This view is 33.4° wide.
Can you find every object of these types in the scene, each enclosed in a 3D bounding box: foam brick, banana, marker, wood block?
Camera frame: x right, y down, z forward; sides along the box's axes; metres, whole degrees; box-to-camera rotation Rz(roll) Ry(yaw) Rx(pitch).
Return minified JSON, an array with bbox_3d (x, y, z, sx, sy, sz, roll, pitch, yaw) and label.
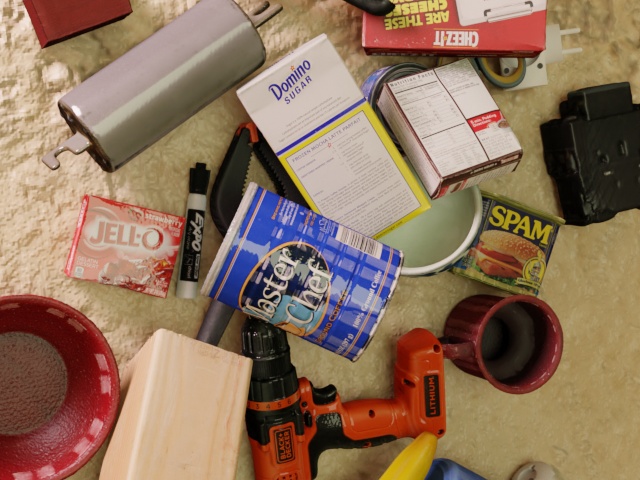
[{"bbox_3d":[-0.203,-0.198,0.887,0.078,0.053,0.051,-24,100,-17],"label":"foam brick"},{"bbox_3d":[0.035,0.246,0.940,0.197,0.037,0.070,-34,144,-28],"label":"banana"},{"bbox_3d":[-0.113,-0.009,0.945,0.020,0.020,0.121,7,90,-20],"label":"marker"},{"bbox_3d":[-0.124,0.190,0.861,0.090,0.091,0.206,21,52,-20],"label":"wood block"}]

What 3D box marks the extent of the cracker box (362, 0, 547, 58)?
[{"bbox_3d":[0.122,-0.275,0.967,0.164,0.072,0.214,2,93,5],"label":"cracker box"}]

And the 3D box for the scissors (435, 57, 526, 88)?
[{"bbox_3d":[0.137,-0.219,1.012,0.096,0.016,0.202,-10,97,11],"label":"scissors"}]

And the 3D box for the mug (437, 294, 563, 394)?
[{"bbox_3d":[0.160,0.096,1.017,0.117,0.082,0.093,-10,96,-20],"label":"mug"}]

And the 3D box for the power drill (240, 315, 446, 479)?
[{"bbox_3d":[0.019,0.135,0.968,0.187,0.057,0.184,-11,110,-18],"label":"power drill"}]

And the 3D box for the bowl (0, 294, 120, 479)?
[{"bbox_3d":[-0.250,0.122,0.881,0.162,0.055,0.162,-1,93,-20],"label":"bowl"}]

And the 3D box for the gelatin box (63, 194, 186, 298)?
[{"bbox_3d":[-0.168,0.005,0.919,0.089,0.030,0.073,15,87,-20],"label":"gelatin box"}]

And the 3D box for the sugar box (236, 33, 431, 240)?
[{"bbox_3d":[0.012,-0.081,0.926,0.093,0.048,0.176,-31,103,5],"label":"sugar box"}]

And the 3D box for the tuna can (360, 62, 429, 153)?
[{"bbox_3d":[0.078,-0.124,1.003,0.086,0.034,0.086,-1,93,-20],"label":"tuna can"}]

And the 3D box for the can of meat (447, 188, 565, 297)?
[{"bbox_3d":[0.175,0.004,1.033,0.102,0.057,0.084,19,88,-20],"label":"can of meat"}]

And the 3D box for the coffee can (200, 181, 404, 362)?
[{"bbox_3d":[-0.015,0.026,0.886,0.140,0.103,0.103,25,84,-4],"label":"coffee can"}]

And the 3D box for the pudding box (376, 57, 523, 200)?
[{"bbox_3d":[0.115,-0.101,0.953,0.090,0.039,0.113,-20,66,-18],"label":"pudding box"}]

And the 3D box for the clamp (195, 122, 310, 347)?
[{"bbox_3d":[-0.056,0.001,0.957,0.164,0.036,0.210,-19,100,-19],"label":"clamp"}]
